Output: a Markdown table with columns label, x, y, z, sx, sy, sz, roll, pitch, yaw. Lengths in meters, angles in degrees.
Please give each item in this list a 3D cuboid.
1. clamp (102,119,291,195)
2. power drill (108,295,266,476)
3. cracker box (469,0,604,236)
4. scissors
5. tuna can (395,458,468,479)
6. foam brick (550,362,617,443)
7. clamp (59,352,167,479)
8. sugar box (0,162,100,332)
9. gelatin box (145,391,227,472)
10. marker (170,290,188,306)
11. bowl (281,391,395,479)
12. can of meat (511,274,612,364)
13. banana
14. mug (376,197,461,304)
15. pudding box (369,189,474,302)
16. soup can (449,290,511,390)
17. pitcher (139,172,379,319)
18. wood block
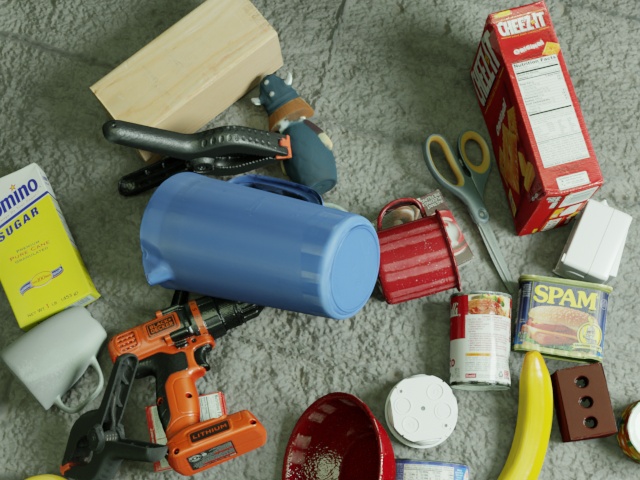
| label | x | y | z | sx | sy | sz | roll | pitch | yaw |
| --- | --- | --- | --- | --- | --- | --- | --- | --- | --- |
| clamp | -0.139 | -0.100 | 1.189 | 0.210 | 0.164 | 0.036 | -7 | 71 | 1 |
| power drill | -0.123 | 0.147 | 1.159 | 0.184 | 0.057 | 0.188 | -23 | 54 | -4 |
| cracker box | 0.231 | -0.129 | 1.181 | 0.072 | 0.164 | 0.214 | -14 | 76 | -3 |
| scissors | 0.192 | -0.045 | 1.235 | 0.096 | 0.016 | 0.202 | -37 | 93 | -28 |
| tuna can | 0.114 | 0.252 | 1.132 | 0.086 | 0.086 | 0.034 | 4 | 75 | 3 |
| foam brick | 0.284 | 0.178 | 1.160 | 0.053 | 0.051 | 0.078 | -10 | 76 | 0 |
| clamp | -0.220 | 0.214 | 1.128 | 0.172 | 0.039 | 0.120 | -53 | 47 | 32 |
| sugar box | -0.333 | 0.007 | 1.233 | 0.093 | 0.048 | 0.176 | -27 | 78 | -4 |
| gelatin box | -0.144 | 0.212 | 1.182 | 0.089 | 0.030 | 0.073 | -12 | 75 | -1 |
| marker | -0.153 | 0.025 | 1.234 | 0.020 | 0.020 | 0.121 | 10 | 77 | 5 |
| bowl | 0.029 | 0.244 | 1.127 | 0.055 | 0.162 | 0.162 | 18 | 74 | -36 |
| can of meat | 0.265 | 0.088 | 1.182 | 0.102 | 0.057 | 0.084 | 8 | 80 | 5 |
| banana | 0.216 | 0.219 | 1.147 | 0.037 | 0.069 | 0.198 | 14 | 80 | 48 |
| mug | 0.097 | 0.010 | 1.152 | 0.081 | 0.093 | 0.117 | -16 | 76 | 2 |
| pudding box | 0.105 | 0.007 | 1.217 | 0.113 | 0.039 | 0.090 | -26 | 78 | -3 |
| soup can | 0.176 | 0.111 | 1.174 | 0.068 | 0.068 | 0.102 | 2 | 77 | 3 |
| pitcher | -0.057 | 0.001 | 1.135 | 0.243 | 0.144 | 0.149 | 12 | 88 | 33 |
| wood block | -0.153 | -0.194 | 1.251 | 0.206 | 0.091 | 0.090 | -38 | 77 | -6 |
